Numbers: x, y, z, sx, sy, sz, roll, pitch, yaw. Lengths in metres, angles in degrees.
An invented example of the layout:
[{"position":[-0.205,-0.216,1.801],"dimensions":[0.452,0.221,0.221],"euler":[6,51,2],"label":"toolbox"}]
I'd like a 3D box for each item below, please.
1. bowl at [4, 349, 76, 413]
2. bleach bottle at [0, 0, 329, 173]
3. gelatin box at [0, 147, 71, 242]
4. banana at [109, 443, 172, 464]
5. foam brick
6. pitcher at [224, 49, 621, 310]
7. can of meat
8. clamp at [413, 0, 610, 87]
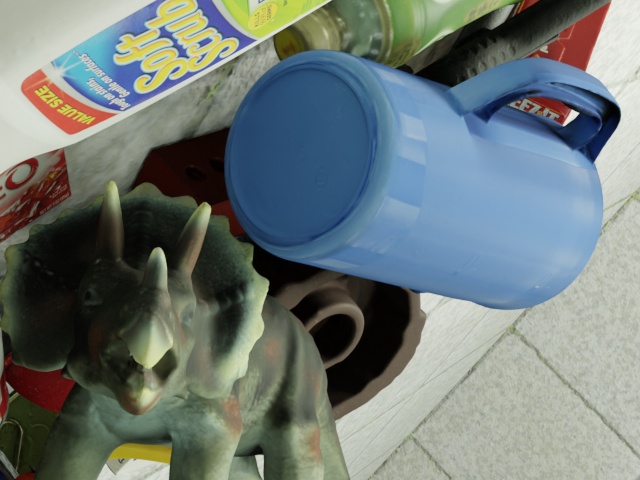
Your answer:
[{"position":[-0.131,0.068,0.697],"dimensions":[0.162,0.055,0.162],"euler":[-32,175,-3],"label":"bowl"},{"position":[-0.088,-0.090,0.455],"dimensions":[0.250,0.068,0.102],"euler":[-37,162,-14],"label":"bleach bottle"},{"position":[-0.162,-0.024,0.498],"dimensions":[0.089,0.030,0.073],"euler":[-37,163,-23],"label":"gelatin box"},{"position":[-0.168,0.170,0.869],"dimensions":[0.198,0.069,0.037],"euler":[-28,-158,42],"label":"banana"},{"position":[-0.072,-0.030,0.664],"dimensions":[0.078,0.053,0.051],"euler":[-26,157,-50],"label":"foam brick"},{"position":[0.066,-0.039,0.618],"dimensions":[0.242,0.145,0.149],"euler":[10,90,-54],"label":"pitcher"},{"position":[-0.199,0.141,0.789],"dimensions":[0.102,0.057,0.084],"euler":[-41,167,-7],"label":"can of meat"},{"position":[0.116,-0.126,0.705],"dimensions":[0.171,0.039,0.120],"euler":[-33,176,-17],"label":"clamp"}]
